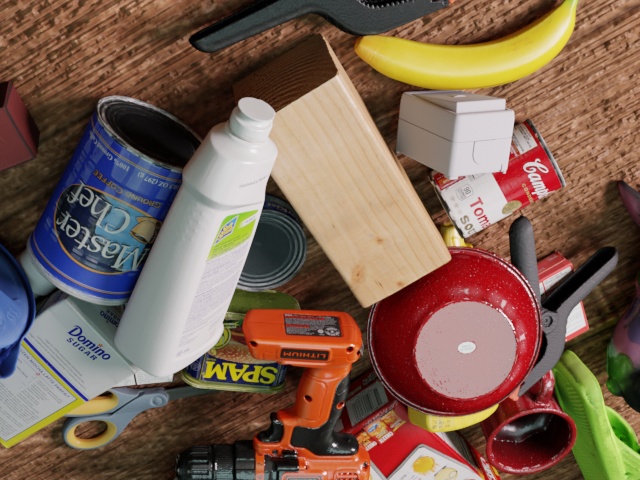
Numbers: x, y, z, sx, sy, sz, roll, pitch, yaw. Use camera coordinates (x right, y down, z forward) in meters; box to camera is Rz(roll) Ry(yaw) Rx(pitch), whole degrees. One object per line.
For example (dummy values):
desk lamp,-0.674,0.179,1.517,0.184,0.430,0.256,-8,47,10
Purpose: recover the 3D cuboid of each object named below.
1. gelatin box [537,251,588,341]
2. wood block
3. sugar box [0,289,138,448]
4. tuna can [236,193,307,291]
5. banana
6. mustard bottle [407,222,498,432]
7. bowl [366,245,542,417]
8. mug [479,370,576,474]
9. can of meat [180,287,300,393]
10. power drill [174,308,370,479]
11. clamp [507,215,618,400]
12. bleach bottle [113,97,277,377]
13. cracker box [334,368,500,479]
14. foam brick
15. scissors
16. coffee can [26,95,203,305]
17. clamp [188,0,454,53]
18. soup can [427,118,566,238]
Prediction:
gelatin box,0.216,0.065,1.041,0.073,0.030,0.089,-28,122,-8
wood block,0.019,-0.056,0.900,0.090,0.091,0.206,-30,122,9
sugar box,-0.247,0.110,0.951,0.176,0.048,0.093,-31,110,24
tuna can,-0.056,0.001,0.956,0.086,0.034,0.086,-5,123,-7
banana,0.129,-0.160,0.890,0.197,0.037,0.069,-16,97,-3
mustard bottle,0.124,0.078,1.005,0.096,0.058,0.192,-12,107,-32
bowl,0.123,0.089,0.940,0.162,0.055,0.162,-1,102,-3
mug,0.204,0.167,1.077,0.093,0.081,0.117,5,125,-14
can of meat,-0.074,0.091,0.997,0.102,0.057,0.084,7,118,-15
power drill,-0.039,0.153,0.974,0.184,0.057,0.188,1,119,-9
clamp,0.195,0.061,0.989,0.120,0.039,0.171,27,92,-20
bleach bottle,-0.087,-0.006,0.841,0.068,0.102,0.251,36,127,13
cracker box,0.069,0.245,1.112,0.164,0.072,0.213,-38,122,14
foam brick,-0.272,-0.083,0.852,0.078,0.053,0.051,-20,123,3
scissors,-0.170,0.169,1.053,0.201,0.016,0.096,4,123,-13
coffee can,-0.165,-0.032,0.874,0.102,0.103,0.140,23,115,-23
clamp,0.008,-0.221,0.826,0.209,0.036,0.165,1,115,-14
soup can,0.154,-0.054,0.940,0.102,0.068,0.068,-28,123,8
